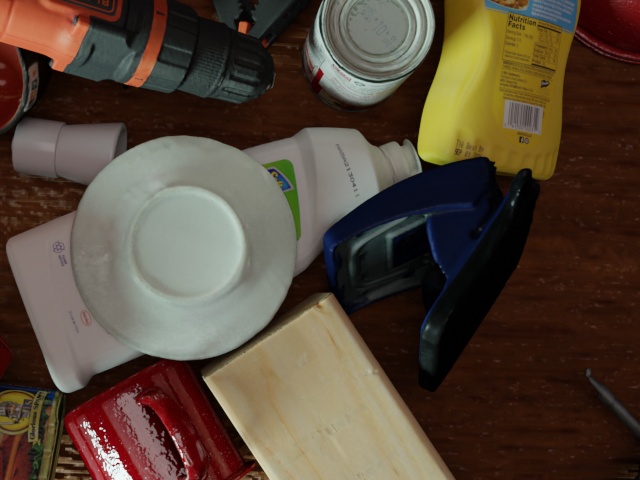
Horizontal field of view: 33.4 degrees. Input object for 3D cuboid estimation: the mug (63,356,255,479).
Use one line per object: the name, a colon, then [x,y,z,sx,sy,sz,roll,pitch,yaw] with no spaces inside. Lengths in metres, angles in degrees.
mug: [-0.094,0.117,0.618,0.093,0.117,0.081,-28,86,-23]

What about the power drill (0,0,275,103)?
power drill: [-0.108,-0.174,0.600,0.184,0.057,0.187,14,60,-28]

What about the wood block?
wood block: [0.022,0.141,0.639,0.090,0.091,0.206,-33,91,-7]

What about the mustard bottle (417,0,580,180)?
mustard bottle: [0.117,-0.137,0.658,0.096,0.058,0.191,6,95,-34]

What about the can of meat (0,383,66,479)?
can of meat: [-0.199,0.132,0.624,0.084,0.057,0.102,9,68,-8]

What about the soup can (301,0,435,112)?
soup can: [0.027,-0.119,0.643,0.068,0.102,0.068,0,88,-6]

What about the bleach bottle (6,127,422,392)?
bleach bottle: [-0.054,0.001,0.652,0.250,0.068,0.102,-20,90,-9]
